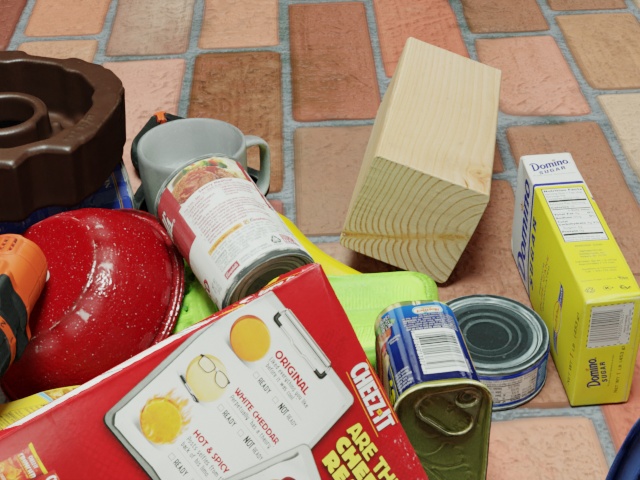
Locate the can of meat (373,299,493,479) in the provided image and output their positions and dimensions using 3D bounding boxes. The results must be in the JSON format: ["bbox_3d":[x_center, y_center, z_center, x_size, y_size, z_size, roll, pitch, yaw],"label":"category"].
[{"bbox_3d":[0.065,0.098,0.649,0.057,0.102,0.084,-5,34,-5],"label":"can of meat"}]

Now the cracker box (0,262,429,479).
[{"bbox_3d":[-0.059,0.132,0.558,0.213,0.164,0.072,-28,4,-32],"label":"cracker box"}]

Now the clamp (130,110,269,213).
[{"bbox_3d":[-0.130,-0.064,0.933,0.120,0.039,0.172,-14,32,-24],"label":"clamp"}]

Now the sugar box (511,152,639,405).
[{"bbox_3d":[0.176,0.022,0.755,0.048,0.093,0.176,-5,35,-5],"label":"sugar box"}]

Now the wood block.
[{"bbox_3d":[0.086,-0.072,0.869,0.091,0.090,0.206,21,37,-2],"label":"wood block"}]

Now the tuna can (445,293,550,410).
[{"bbox_3d":[0.114,0.075,0.734,0.086,0.034,0.086,-1,36,1],"label":"tuna can"}]

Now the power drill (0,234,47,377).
[{"bbox_3d":[-0.263,0.061,0.614,0.187,0.057,0.184,-5,24,4],"label":"power drill"}]

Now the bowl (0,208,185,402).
[{"bbox_3d":[-0.173,0.036,0.719,0.162,0.055,0.162,-15,55,22],"label":"bowl"}]

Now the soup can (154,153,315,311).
[{"bbox_3d":[-0.054,0.001,0.685,0.068,0.068,0.102,-20,50,-23],"label":"soup can"}]
